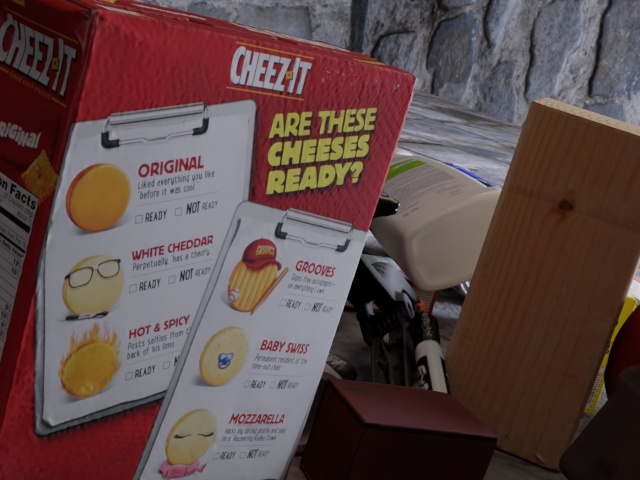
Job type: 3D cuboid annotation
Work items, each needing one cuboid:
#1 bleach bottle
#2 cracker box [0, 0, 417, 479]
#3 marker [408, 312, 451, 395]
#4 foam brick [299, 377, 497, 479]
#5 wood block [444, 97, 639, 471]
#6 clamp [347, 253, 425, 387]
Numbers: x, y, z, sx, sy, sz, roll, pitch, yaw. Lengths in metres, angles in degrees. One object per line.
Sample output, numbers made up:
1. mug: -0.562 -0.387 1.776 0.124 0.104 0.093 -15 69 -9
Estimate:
1. bleach bottle: 0.086 -0.036 0.939 0.102 0.068 0.251 -22 21 -4
2. cracker box: -0.065 0.017 0.428 0.072 0.214 0.163 28 18 39
3. marker: 0.067 0.086 0.630 0.020 0.020 0.121 13 37 -13
4. foam brick: 0.039 0.107 0.542 0.078 0.051 0.053 11 14 -24
5. wood block: 0.146 0.024 0.668 0.091 0.206 0.090 21 14 14
6. clamp: 0.046 0.062 0.702 0.039 0.120 0.171 -17 -13 18
